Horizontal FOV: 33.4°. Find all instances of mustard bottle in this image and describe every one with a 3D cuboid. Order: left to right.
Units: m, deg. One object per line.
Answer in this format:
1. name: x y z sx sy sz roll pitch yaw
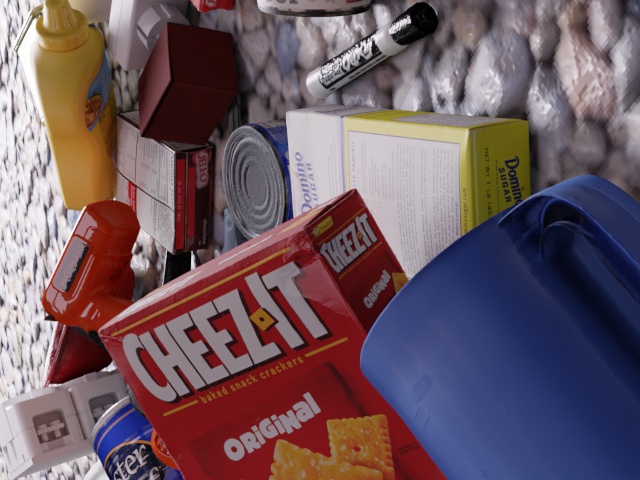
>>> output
1. mustard bottle: -0.201 -0.119 0.881 0.192 0.058 0.096 91 -174 -49

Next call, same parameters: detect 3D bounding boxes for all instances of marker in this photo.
1. marker: 0.029 -0.110 0.622 0.121 0.020 0.020 -21 83 58

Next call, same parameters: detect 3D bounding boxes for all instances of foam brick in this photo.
1. foam brick: -0.098 -0.113 0.780 0.078 0.051 0.053 133 137 -53

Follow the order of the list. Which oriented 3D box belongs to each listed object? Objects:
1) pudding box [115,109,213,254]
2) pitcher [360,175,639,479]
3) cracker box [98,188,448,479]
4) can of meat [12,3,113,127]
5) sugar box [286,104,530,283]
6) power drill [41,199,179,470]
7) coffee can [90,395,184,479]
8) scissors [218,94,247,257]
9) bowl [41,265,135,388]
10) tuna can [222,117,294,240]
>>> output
1. pudding box: -0.129 -0.051 0.874 0.114 0.039 0.090 33 126 46
2. pitcher: 0.134 0.098 0.429 0.145 0.149 0.243 -44 61 14
3. cracker box: -0.003 0.103 0.592 0.164 0.072 0.213 -26 97 33
4. can of meat: -0.238 -0.162 0.989 0.102 0.057 0.084 -33 75 57
5. sugar box: 0.045 -0.026 0.604 0.176 0.048 0.093 19 116 58
6. power drill: -0.115 0.049 0.793 0.188 0.057 0.184 38 108 28
7. coffee can: -0.115 0.201 0.878 0.140 0.102 0.103 55 142 31
8. scissors: -0.055 0.001 0.794 0.096 0.016 0.202 48 138 43
9. bowl: -0.211 0.066 0.991 0.162 0.055 0.162 -164 90 -74
10. tuna can: -0.033 -0.039 0.730 0.086 0.033 0.086 26 122 51
